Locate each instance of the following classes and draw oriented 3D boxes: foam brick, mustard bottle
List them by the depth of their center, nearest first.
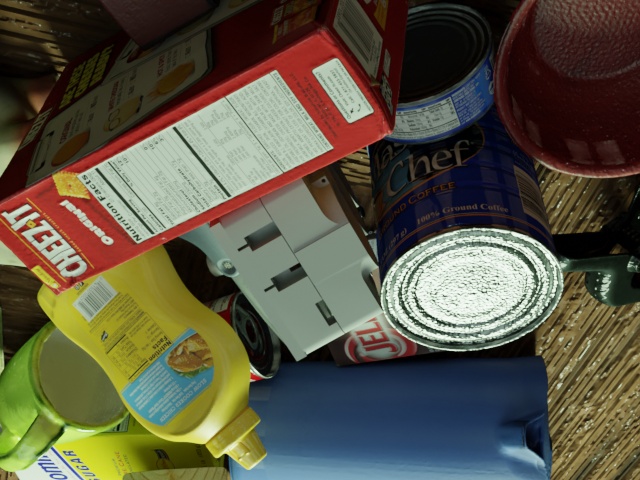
[{"bbox_3d":[-0.084,-0.150,0.564,0.053,0.078,0.051,-25,126,24],"label":"foam brick"},{"bbox_3d":[-0.105,0.080,0.741,0.096,0.058,0.191,-43,85,22],"label":"mustard bottle"}]

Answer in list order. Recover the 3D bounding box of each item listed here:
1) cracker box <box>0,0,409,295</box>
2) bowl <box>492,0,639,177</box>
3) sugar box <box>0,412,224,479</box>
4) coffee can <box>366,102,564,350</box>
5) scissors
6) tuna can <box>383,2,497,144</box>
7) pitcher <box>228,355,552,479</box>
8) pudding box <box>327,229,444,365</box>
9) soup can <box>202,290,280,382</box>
[{"bbox_3d":[-0.060,-0.077,0.571,0.214,0.164,0.072,-25,121,24],"label":"cracker box"},{"bbox_3d":[0.168,-0.115,0.594,0.162,0.055,0.162,-5,130,-6],"label":"bowl"},{"bbox_3d":[-0.177,0.175,0.915,0.176,0.048,0.093,-5,138,5],"label":"sugar box"},{"bbox_3d":[0.082,-0.020,0.640,0.103,0.140,0.103,-1,135,-1],"label":"coffee can"},{"bbox_3d":[-0.055,0.001,0.730,0.201,0.016,0.096,42,128,-20],"label":"scissors"},{"bbox_3d":[0.059,-0.095,0.608,0.086,0.086,0.033,-14,135,15],"label":"tuna can"},{"bbox_3d":[0.057,0.156,0.842,0.243,0.145,0.149,1,123,6],"label":"pitcher"},{"bbox_3d":[0.041,0.042,0.778,0.090,0.039,0.113,-11,134,13],"label":"pudding box"},{"bbox_3d":[-0.091,0.084,0.805,0.102,0.068,0.068,-19,131,21],"label":"soup can"}]
